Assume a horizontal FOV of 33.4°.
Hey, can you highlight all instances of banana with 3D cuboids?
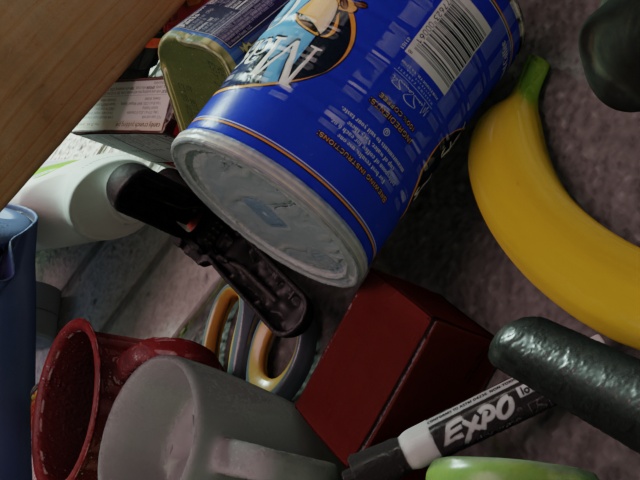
[{"bbox_3d":[0.111,-0.006,0.442,0.070,0.037,0.198,-51,44,21],"label":"banana"}]

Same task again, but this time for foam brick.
[{"bbox_3d":[0.036,0.063,0.486,0.051,0.052,0.078,37,102,48],"label":"foam brick"}]

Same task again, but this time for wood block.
[{"bbox_3d":[-0.175,-0.110,0.595,0.091,0.090,0.206,25,72,46],"label":"wood block"}]

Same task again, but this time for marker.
[{"bbox_3d":[0.064,0.074,0.438,0.121,0.020,0.020,-28,51,7],"label":"marker"}]

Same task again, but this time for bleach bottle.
[{"bbox_3d":[-0.199,-0.023,0.746,0.251,0.102,0.068,-1,112,47],"label":"bleach bottle"}]

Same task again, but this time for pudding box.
[{"bbox_3d":[-0.084,-0.067,0.642,0.114,0.089,0.039,5,78,49],"label":"pudding box"}]

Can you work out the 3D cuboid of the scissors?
[{"bbox_3d":[-0.039,0.116,0.574,0.096,0.016,0.202,-22,59,42],"label":"scissors"}]

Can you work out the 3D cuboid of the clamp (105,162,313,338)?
[{"bbox_3d":[-0.054,0.001,0.580,0.039,0.120,0.171,-44,4,4],"label":"clamp"}]

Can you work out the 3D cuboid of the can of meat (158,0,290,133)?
[{"bbox_3d":[-0.032,-0.084,0.559,0.058,0.102,0.083,18,49,33],"label":"can of meat"}]

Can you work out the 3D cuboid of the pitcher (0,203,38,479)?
[{"bbox_3d":[-0.248,0.097,0.677,0.149,0.145,0.243,-109,20,-75],"label":"pitcher"}]

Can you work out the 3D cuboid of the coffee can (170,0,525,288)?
[{"bbox_3d":[0.014,-0.064,0.489,0.103,0.102,0.140,16,64,50],"label":"coffee can"}]

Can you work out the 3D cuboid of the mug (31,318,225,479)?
[{"bbox_3d":[-0.095,0.087,0.570,0.117,0.081,0.093,-50,40,37],"label":"mug"}]
